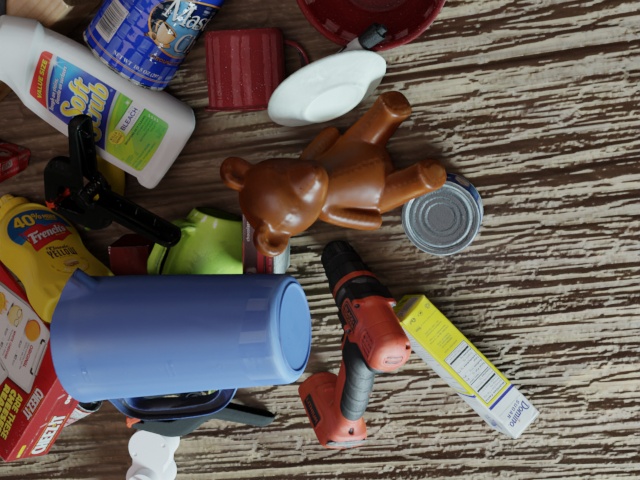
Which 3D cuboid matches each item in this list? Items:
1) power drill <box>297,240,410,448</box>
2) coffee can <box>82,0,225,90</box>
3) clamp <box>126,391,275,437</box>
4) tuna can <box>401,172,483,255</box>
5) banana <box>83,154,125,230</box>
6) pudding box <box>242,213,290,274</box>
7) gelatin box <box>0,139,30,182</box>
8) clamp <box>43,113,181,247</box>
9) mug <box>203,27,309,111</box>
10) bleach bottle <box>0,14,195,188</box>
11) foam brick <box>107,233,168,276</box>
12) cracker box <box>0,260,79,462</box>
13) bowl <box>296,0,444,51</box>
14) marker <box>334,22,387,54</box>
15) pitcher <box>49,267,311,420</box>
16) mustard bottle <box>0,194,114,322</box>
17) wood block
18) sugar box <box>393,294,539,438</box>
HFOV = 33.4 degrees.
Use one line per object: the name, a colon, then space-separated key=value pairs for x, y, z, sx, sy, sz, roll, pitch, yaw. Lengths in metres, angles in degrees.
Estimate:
power drill: x=0.026 y=0.116 z=1.156 sx=0.057 sy=0.184 sz=0.188 roll=-1 pitch=127 yaw=-21
coffee can: x=-0.165 y=-0.241 z=1.103 sx=0.103 sy=0.102 sz=0.140 roll=39 pitch=111 yaw=-1
clamp: x=-0.143 y=0.170 z=1.235 sx=0.171 sy=0.039 sz=0.120 roll=-9 pitch=96 yaw=-10
tuna can: x=0.129 y=-0.028 z=1.136 sx=0.086 sy=0.033 sz=0.086 roll=4 pitch=107 yaw=12
banana: x=-0.258 y=-0.105 z=1.200 sx=0.070 sy=0.037 sz=0.198 roll=-5 pitch=105 yaw=14
pudding box: x=-0.058 y=0.001 z=1.145 sx=0.039 sy=0.113 sz=0.090 roll=5 pitch=107 yaw=8
gelatin box: x=-0.388 y=-0.097 z=1.212 sx=0.089 sy=0.073 sz=0.030 roll=18 pitch=110 yaw=7
clamp: x=-0.248 y=-0.061 z=1.137 sx=0.210 sy=0.036 sz=0.164 roll=3 pitch=132 yaw=50
mug: x=-0.066 y=-0.180 z=1.113 sx=0.117 sy=0.093 sz=0.081 roll=-7 pitch=102 yaw=-17
bleach bottle: x=-0.260 y=-0.153 z=1.112 sx=0.250 sy=0.068 sz=0.103 roll=28 pitch=111 yaw=-27
foam brick: x=-0.205 y=0.035 z=1.221 sx=0.051 sy=0.053 sz=0.078 roll=-1 pitch=106 yaw=13
cracker box: x=-0.355 y=0.118 z=1.228 sx=0.214 sy=0.072 sz=0.164 roll=45 pitch=113 yaw=27
bowl: x=0.053 y=-0.273 z=1.068 sx=0.162 sy=0.055 sz=0.162 roll=4 pitch=107 yaw=12
marker: x=0.019 y=-0.179 z=1.068 sx=0.121 sy=0.020 sz=0.020 roll=-33 pitch=97 yaw=32
pitcher: x=-0.135 y=0.102 z=1.081 sx=0.243 sy=0.149 sz=0.145 roll=-4 pitch=74 yaw=19
mustard bottle: x=-0.313 y=0.011 z=1.206 sx=0.192 sy=0.096 sz=0.058 roll=46 pitch=130 yaw=31
wood block: x=-0.350 y=-0.223 z=1.157 sx=0.206 sy=0.090 sz=0.090 roll=-39 pitch=95 yaw=20
sugar box: x=0.149 y=0.133 z=1.147 sx=0.176 sy=0.093 sz=0.048 roll=43 pitch=83 yaw=-4
